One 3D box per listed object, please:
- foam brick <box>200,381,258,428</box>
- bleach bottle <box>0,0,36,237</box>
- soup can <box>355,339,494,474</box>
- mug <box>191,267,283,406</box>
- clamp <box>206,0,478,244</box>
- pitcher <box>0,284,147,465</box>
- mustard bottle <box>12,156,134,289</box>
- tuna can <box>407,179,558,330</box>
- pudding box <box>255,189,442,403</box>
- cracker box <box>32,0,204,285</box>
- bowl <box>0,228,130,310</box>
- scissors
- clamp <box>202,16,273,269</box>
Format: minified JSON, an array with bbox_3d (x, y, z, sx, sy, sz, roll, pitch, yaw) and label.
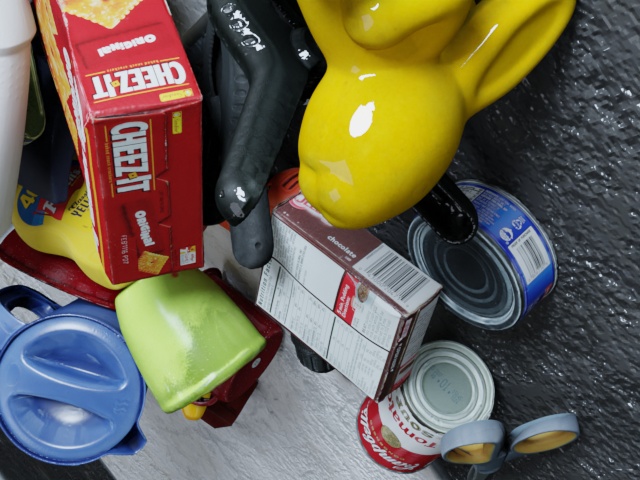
[{"bbox_3d":[-0.111,0.139,1.031,0.078,0.053,0.051,39,156,-13],"label":"foam brick"},{"bbox_3d":[-0.256,-0.109,0.753,0.102,0.068,0.251,29,130,9],"label":"bleach bottle"},{"bbox_3d":[0.071,0.117,0.740,0.068,0.068,0.102,46,151,8],"label":"soup can"},{"bbox_3d":[-0.092,0.093,0.916,0.081,0.093,0.117,37,112,16],"label":"mug"},{"bbox_3d":[0.000,-0.085,0.562,0.036,0.164,0.210,-41,51,37],"label":"clamp"},{"bbox_3d":[-0.229,0.109,1.026,0.243,0.145,0.149,-118,25,-83],"label":"pitcher"},{"bbox_3d":[-0.217,-0.028,0.945,0.192,0.096,0.058,22,152,34],"label":"mustard bottle"},{"bbox_3d":[0.092,0.009,0.616,0.086,0.033,0.086,36,149,26],"label":"tuna can"},{"bbox_3d":[0.013,0.034,0.667,0.114,0.039,0.090,39,141,24],"label":"pudding box"},{"bbox_3d":[-0.134,-0.104,0.686,0.164,0.072,0.214,97,156,-54],"label":"cracker box"},{"bbox_3d":[-0.232,0.015,1.032,0.162,0.055,0.162,24,-178,-1],"label":"bowl"},{"bbox_3d":[0.131,0.145,0.725,0.201,0.096,0.016,49,-150,-64],"label":"scissors"},{"bbox_3d":[-0.051,-0.069,0.652,0.120,0.039,0.171,-138,45,-55],"label":"clamp"}]
